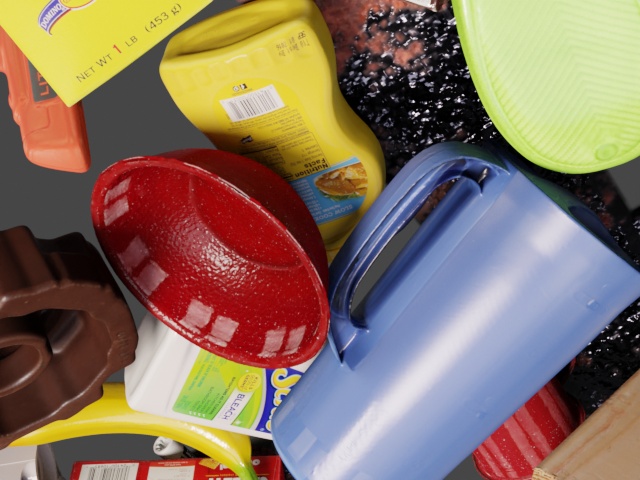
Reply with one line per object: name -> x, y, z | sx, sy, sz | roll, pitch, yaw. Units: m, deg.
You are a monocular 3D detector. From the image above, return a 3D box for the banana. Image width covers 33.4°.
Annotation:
banana -> -0.134, 0.133, 0.776 | 0.197, 0.069, 0.037 | 12, 130, -6

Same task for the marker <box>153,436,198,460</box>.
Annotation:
marker -> -0.091, 0.195, 0.861 | 0.020, 0.020, 0.121 | -29, 126, 15

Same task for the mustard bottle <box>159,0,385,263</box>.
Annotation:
mustard bottle -> -0.013, -0.051, 0.649 | 0.096, 0.058, 0.191 | -15, 129, 18

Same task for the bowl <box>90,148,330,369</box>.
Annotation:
bowl -> -0.054, 0.001, 0.629 | 0.162, 0.055, 0.162 | 21, 140, 19

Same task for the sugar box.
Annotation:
sugar box -> -0.135, -0.160, 0.489 | 0.093, 0.048, 0.176 | -34, 111, 14

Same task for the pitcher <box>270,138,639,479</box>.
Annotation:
pitcher -> 0.073, 0.060, 0.671 | 0.149, 0.144, 0.243 | 44, 103, 13

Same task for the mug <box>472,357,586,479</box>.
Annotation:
mug -> 0.144, 0.111, 0.786 | 0.117, 0.093, 0.081 | -44, 118, -15

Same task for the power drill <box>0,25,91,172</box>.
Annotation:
power drill -> -0.220, -0.061, 0.560 | 0.187, 0.184, 0.057 | -8, 171, -9

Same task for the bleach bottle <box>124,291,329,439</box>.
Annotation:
bleach bottle -> -0.008, 0.101, 0.772 | 0.250, 0.068, 0.103 | 17, 120, -23
